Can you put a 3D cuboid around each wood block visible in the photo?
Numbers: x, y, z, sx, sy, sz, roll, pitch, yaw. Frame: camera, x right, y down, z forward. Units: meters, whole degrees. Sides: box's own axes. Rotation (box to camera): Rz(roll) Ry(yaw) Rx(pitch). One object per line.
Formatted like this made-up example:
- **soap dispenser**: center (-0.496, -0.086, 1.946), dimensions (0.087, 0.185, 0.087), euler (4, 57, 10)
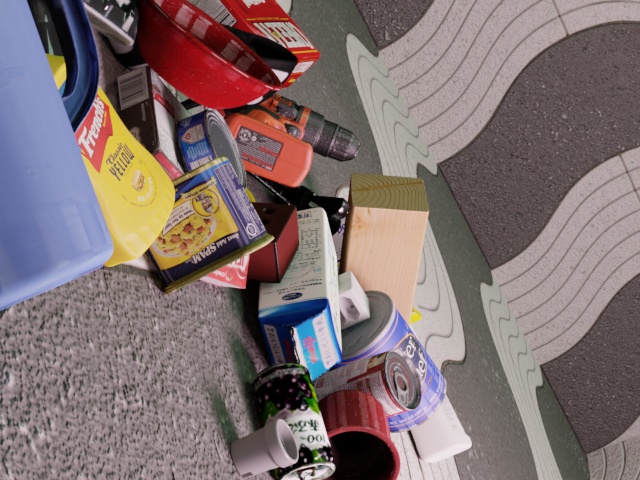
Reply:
- **wood block**: center (0.070, 0.031, 1.306), dimensions (0.090, 0.091, 0.206), euler (-90, -175, -60)

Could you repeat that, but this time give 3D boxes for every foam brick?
- **foam brick**: center (-0.057, 0.001, 1.098), dimensions (0.078, 0.053, 0.051), euler (-66, 156, -55)

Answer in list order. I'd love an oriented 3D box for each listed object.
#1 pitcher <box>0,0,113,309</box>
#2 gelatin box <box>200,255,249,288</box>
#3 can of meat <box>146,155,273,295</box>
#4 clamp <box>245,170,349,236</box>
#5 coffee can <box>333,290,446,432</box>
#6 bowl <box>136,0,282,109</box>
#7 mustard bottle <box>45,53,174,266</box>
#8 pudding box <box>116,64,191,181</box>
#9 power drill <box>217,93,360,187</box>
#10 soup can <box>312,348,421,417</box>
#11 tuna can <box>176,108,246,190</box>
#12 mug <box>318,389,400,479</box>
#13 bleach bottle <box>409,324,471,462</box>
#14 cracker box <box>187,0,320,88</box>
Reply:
- **pitcher**: center (-0.200, -0.084, 0.595), dimensions (0.145, 0.149, 0.243), euler (-84, 152, -85)
- **gelatin box**: center (-0.094, 0.004, 1.005), dimensions (0.089, 0.030, 0.073), euler (28, 68, -67)
- **can of meat**: center (-0.105, -0.014, 0.909), dimensions (0.084, 0.102, 0.057), euler (62, 15, -4)
- **clamp**: center (-0.015, -0.043, 1.311), dimensions (0.165, 0.036, 0.210), euler (30, -9, 24)
- **coffee can**: center (0.072, 0.143, 1.256), dimensions (0.140, 0.103, 0.103), euler (55, 17, -30)
- **bowl**: center (-0.115, -0.172, 0.997), dimensions (0.162, 0.055, 0.162), euler (36, 15, -11)
- **mustard bottle**: center (-0.186, -0.078, 0.795), dimensions (0.191, 0.058, 0.096), euler (56, 36, -30)
- **pudding box**: center (-0.151, -0.097, 1.011), dimensions (0.090, 0.039, 0.113), euler (52, 21, -52)
- **power drill**: center (-0.042, -0.119, 1.229), dimensions (0.184, 0.057, 0.187), euler (20, 18, -4)
- **soup can**: center (0.048, 0.163, 1.147), dimensions (0.068, 0.102, 0.068), euler (36, 41, -40)
- **tuna can**: center (-0.103, -0.080, 1.011), dimensions (0.086, 0.034, 0.086), euler (-21, 90, -78)
- **mug**: center (0.029, 0.214, 1.076), dimensions (0.081, 0.093, 0.117), euler (-95, -172, -66)
- **bleach bottle**: center (0.134, 0.192, 1.542), dimensions (0.251, 0.068, 0.102), euler (68, 13, 18)
- **cracker box**: center (-0.110, -0.279, 1.267), dimensions (0.214, 0.072, 0.164), euler (51, 22, 3)
